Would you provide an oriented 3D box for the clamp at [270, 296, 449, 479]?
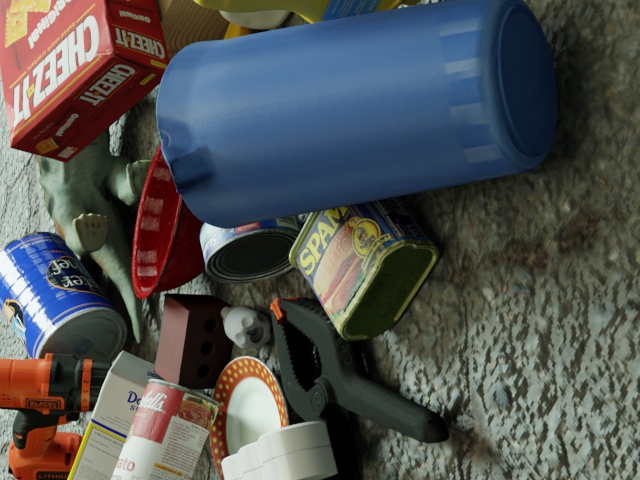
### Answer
[{"bbox_3d":[0.018,0.116,0.807,0.165,0.036,0.210,-57,46,40],"label":"clamp"}]

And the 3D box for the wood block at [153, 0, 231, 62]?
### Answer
[{"bbox_3d":[-0.141,-0.265,1.018,0.090,0.090,0.206,-53,48,38],"label":"wood block"}]

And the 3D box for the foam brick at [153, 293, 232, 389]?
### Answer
[{"bbox_3d":[-0.116,0.093,0.989,0.051,0.052,0.078,23,107,53],"label":"foam brick"}]

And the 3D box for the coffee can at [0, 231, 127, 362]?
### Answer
[{"bbox_3d":[-0.287,0.072,1.155,0.140,0.102,0.103,46,125,35],"label":"coffee can"}]

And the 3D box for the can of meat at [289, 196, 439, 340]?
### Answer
[{"bbox_3d":[0.031,0.011,0.783,0.084,0.057,0.102,57,131,37],"label":"can of meat"}]

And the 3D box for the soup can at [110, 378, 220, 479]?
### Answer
[{"bbox_3d":[-0.136,0.181,0.931,0.069,0.068,0.102,-7,59,55],"label":"soup can"}]

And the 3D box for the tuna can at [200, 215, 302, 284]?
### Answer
[{"bbox_3d":[-0.056,0.001,0.882,0.086,0.085,0.034,-46,50,43],"label":"tuna can"}]

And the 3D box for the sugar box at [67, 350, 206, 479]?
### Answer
[{"bbox_3d":[-0.184,0.200,1.044,0.048,0.093,0.176,-68,4,-64],"label":"sugar box"}]

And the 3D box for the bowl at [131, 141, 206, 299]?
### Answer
[{"bbox_3d":[-0.127,-0.020,0.992,0.162,0.055,0.162,-168,90,-69],"label":"bowl"}]

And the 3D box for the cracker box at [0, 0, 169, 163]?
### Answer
[{"bbox_3d":[-0.228,-0.205,0.972,0.164,0.071,0.214,-32,60,35],"label":"cracker box"}]

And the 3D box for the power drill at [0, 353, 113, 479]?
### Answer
[{"bbox_3d":[-0.260,0.187,1.120,0.188,0.184,0.057,104,167,-47],"label":"power drill"}]

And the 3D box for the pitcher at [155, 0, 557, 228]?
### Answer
[{"bbox_3d":[0.027,-0.089,0.702,0.243,0.144,0.149,-6,66,33],"label":"pitcher"}]
